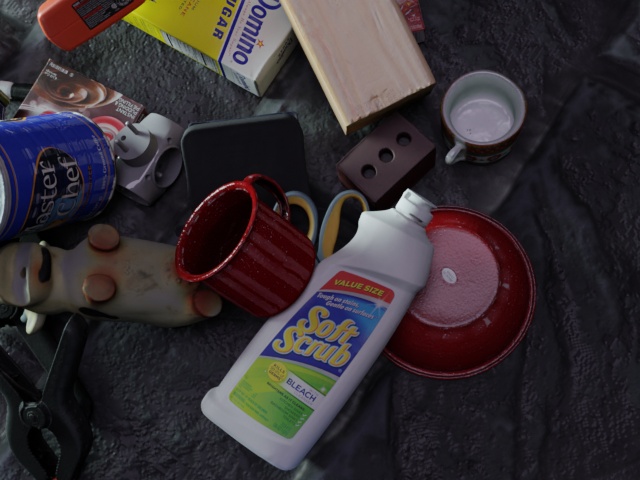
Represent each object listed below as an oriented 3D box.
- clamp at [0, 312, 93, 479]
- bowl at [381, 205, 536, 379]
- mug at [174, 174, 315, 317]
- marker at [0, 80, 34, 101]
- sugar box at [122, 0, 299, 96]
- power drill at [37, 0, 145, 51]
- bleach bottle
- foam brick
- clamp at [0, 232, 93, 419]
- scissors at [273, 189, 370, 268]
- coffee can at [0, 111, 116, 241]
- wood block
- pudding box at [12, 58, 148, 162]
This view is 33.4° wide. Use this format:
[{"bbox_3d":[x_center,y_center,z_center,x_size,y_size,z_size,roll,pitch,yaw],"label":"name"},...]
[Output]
[{"bbox_3d":[-0.230,0.136,0.907,0.120,0.039,0.171,-11,107,27],"label":"clamp"},{"bbox_3d":[0.110,0.038,0.933,0.162,0.055,0.162,-2,74,5],"label":"bowl"},{"bbox_3d":[-0.056,0.001,0.881,0.093,0.081,0.117,-15,50,42],"label":"mug"},{"bbox_3d":[-0.335,-0.152,1.058,0.121,0.020,0.020,8,75,9],"label":"marker"},{"bbox_3d":[-0.108,-0.223,1.040,0.176,0.048,0.093,29,79,15],"label":"sugar box"},{"bbox_3d":[-0.256,-0.267,1.037,0.184,0.057,0.188,-34,53,5],"label":"power drill"},{"bbox_3d":[0.009,0.064,0.892,0.102,0.068,0.251,35,98,8],"label":"bleach bottle"},{"bbox_3d":[0.061,-0.069,0.972,0.078,0.051,0.053,-44,74,-7],"label":"foam brick"},{"bbox_3d":[-0.276,0.071,0.977,0.164,0.036,0.210,7,74,2],"label":"clamp"},{"bbox_3d":[-0.019,0.044,0.936,0.096,0.016,0.202,22,90,-3],"label":"scissors"},{"bbox_3d":[-0.260,-0.055,0.922,0.103,0.140,0.103,7,104,27],"label":"coffee can"},{"bbox_3d":[0.017,-0.209,0.960,0.090,0.091,0.206,-26,89,2],"label":"wood block"},{"bbox_3d":[-0.232,-0.109,1.023,0.113,0.039,0.090,27,79,14],"label":"pudding box"}]
